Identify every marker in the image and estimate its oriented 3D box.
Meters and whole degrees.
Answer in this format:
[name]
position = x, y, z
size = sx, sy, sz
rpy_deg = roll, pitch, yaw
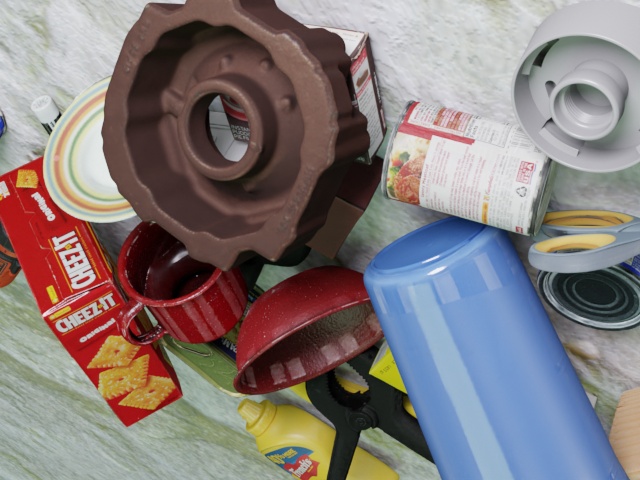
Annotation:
[marker]
position = -0.214, -0.075, 0.926
size = 0.020, 0.020, 0.121
rpy_deg = 7, 143, 29

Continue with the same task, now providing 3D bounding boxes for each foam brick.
[foam brick]
position = 0.008, -0.033, 0.795
size = 0.053, 0.051, 0.078
rpy_deg = 29, 148, -2

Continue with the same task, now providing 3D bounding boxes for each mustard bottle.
[mustard bottle]
position = -0.012, 0.233, 1.179
size = 0.191, 0.058, 0.096
rpy_deg = 37, 145, -15

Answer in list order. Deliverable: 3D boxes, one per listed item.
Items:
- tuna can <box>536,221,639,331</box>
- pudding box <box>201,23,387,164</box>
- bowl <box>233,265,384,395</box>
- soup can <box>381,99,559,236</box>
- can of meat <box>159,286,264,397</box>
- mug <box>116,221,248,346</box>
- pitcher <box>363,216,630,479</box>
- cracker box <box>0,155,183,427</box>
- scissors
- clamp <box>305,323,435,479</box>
[tuna can]
position = 0.198, 0.027, 0.758
size = 0.086, 0.033, 0.086
rpy_deg = 19, 147, 13
[pudding box]
position = -0.016, -0.103, 0.724
size = 0.114, 0.039, 0.090
rpy_deg = 10, 143, 23
[bowl]
position = -0.010, 0.068, 0.899
size = 0.055, 0.161, 0.162
rpy_deg = 62, 155, 20
[soup can]
position = 0.099, -0.047, 0.694
size = 0.102, 0.068, 0.068
rpy_deg = 16, 146, 16
[can of meat]
position = -0.087, 0.083, 0.996
size = 0.102, 0.083, 0.058
rpy_deg = 42, 145, -23
[mug]
position = -0.115, 0.040, 0.867
size = 0.093, 0.117, 0.081
rpy_deg = 35, 162, 31
[pitcher]
position = 0.130, 0.103, 0.791
size = 0.243, 0.145, 0.149
rpy_deg = 65, 172, -13
[cracker box]
position = -0.209, 0.049, 0.967
size = 0.164, 0.072, 0.213
rpy_deg = 56, 169, 34
[scissors]
position = 0.219, 0.002, 0.666
size = 0.202, 0.096, 0.016
rpy_deg = 5, 114, 35
[clamp]
position = 0.054, 0.163, 1.007
size = 0.165, 0.036, 0.210
rpy_deg = -9, 115, 22
